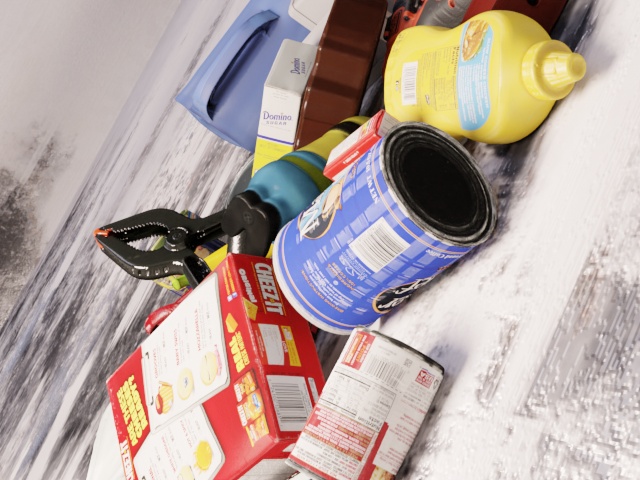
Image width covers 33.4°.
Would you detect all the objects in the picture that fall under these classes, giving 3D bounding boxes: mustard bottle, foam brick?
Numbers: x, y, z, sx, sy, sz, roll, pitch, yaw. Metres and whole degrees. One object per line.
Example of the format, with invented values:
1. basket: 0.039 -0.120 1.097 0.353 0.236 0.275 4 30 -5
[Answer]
1. mustard bottle: 0.122 -0.119 0.791 0.192 0.058 0.096 5 92 60
2. foam brick: 0.156 -0.189 0.845 0.078 0.053 0.051 -62 19 -5

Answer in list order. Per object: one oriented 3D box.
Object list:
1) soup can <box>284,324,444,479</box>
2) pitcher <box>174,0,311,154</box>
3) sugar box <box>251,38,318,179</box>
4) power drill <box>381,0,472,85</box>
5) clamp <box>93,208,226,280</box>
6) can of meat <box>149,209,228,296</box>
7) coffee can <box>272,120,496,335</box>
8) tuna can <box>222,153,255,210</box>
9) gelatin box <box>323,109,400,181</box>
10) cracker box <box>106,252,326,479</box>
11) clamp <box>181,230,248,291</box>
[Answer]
1. soup can: 0.030 0.115 0.695 0.102 0.068 0.069 -62 19 -9
2. pitcher: -0.074 -0.242 1.386 0.243 0.144 0.149 -56 29 3
3. sugar box: -0.039 -0.112 1.125 0.093 0.048 0.176 -73 -2 -47
4. power drill: 0.130 -0.242 0.989 0.188 0.057 0.184 -41 30 50
5. clamp: -0.147 -0.001 1.182 0.036 0.210 0.164 78 -152 -48
6. can of meat: -0.151 0.021 1.267 0.102 0.083 0.057 -48 22 30
7. coffee can: 0.044 -0.007 0.783 0.141 0.102 0.102 -42 26 42
8. tuna can: -0.083 -0.062 1.292 0.086 0.033 0.086 -50 21 27
9. gelatin box: 0.059 -0.054 0.836 0.073 0.089 0.030 -35 29 51
10. cracker box: -0.085 0.137 0.871 0.214 0.071 0.164 -45 50 38
11. clamp: -0.076 0.062 0.951 0.120 0.039 0.171 -52 51 50
